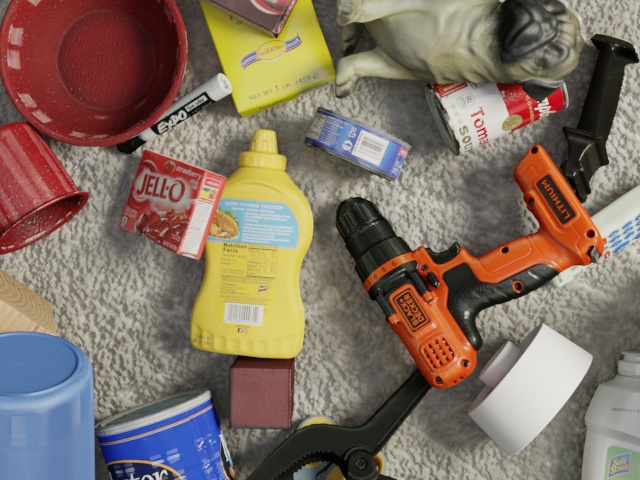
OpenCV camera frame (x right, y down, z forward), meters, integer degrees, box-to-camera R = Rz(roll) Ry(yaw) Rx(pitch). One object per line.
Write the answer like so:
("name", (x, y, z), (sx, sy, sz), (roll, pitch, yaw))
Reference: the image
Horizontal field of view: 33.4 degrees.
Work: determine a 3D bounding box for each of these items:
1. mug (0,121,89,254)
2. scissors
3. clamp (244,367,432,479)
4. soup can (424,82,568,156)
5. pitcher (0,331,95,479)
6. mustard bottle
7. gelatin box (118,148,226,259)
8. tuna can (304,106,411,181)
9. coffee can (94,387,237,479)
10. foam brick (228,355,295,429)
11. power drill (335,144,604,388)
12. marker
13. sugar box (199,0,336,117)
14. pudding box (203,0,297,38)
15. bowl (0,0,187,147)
("mug", (-0.265, -0.041, 0.913), (0.117, 0.093, 0.081), (-39, 84, 38))
("scissors", (-0.032, 0.217, 0.889), (0.201, 0.016, 0.096), (-26, 71, -30))
("clamp", (0.040, 0.196, 0.873), (0.209, 0.036, 0.165), (-17, 59, -12))
("soup can", (0.147, -0.121, 0.899), (0.102, 0.068, 0.068), (-24, 90, 1))
("pitcher", (-0.248, 0.200, 0.840), (0.145, 0.149, 0.243), (15, 116, 14))
("mustard bottle", (-0.056, 0.001, 0.914), (0.096, 0.058, 0.191), (5, 91, 8))
("gelatin box", (-0.127, -0.032, 0.907), (0.089, 0.030, 0.073), (22, 94, 42))
("tuna can", (0.030, -0.080, 0.896), (0.086, 0.086, 0.034), (23, 93, 1))
("coffee can", (-0.121, 0.206, 0.897), (0.103, 0.103, 0.140), (-18, 90, 2))
("foam brick", (-0.049, 0.127, 0.906), (0.051, 0.078, 0.053), (0, 93, 1))
("power drill", (0.123, 0.003, 0.886), (0.188, 0.057, 0.184), (-34, 72, 10))
("marker", (-0.128, -0.106, 0.914), (0.121, 0.020, 0.020), (-27, 90, 25))
("sugar box", (-0.055, -0.205, 0.917), (0.093, 0.048, 0.176), (-20, 91, 2))
("pudding box", (-0.064, -0.231, 0.875), (0.113, 0.039, 0.090), (27, 91, 4))
("bowl", (-0.190, -0.159, 0.917), (0.162, 0.055, 0.162), (0, 91, 2))
